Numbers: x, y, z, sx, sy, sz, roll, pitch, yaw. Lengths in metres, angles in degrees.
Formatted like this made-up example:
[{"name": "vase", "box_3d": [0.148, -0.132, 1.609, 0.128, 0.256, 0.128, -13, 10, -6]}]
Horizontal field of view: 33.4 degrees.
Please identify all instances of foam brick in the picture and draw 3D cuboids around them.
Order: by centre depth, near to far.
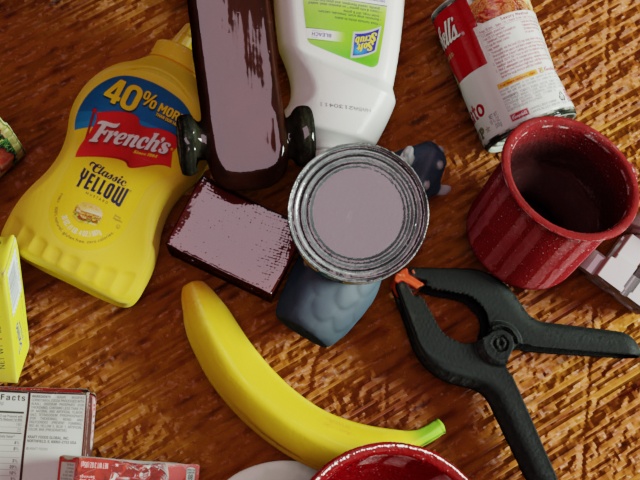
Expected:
[{"name": "foam brick", "box_3d": [-0.055, 0.001, 0.704, 0.078, 0.053, 0.051, 25, 79, 2]}]

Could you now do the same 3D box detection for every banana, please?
[{"name": "banana", "box_3d": [-0.019, 0.102, 0.699, 0.198, 0.037, 0.069, 31, 62, 1]}]

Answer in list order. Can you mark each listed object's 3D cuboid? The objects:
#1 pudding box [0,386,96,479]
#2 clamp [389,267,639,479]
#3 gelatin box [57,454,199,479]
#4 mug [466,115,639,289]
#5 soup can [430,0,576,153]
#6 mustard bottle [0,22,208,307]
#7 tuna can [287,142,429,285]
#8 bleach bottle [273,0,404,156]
[{"name": "pudding box", "box_3d": [-0.193, 0.149, 0.676, 0.090, 0.039, 0.113, 3, 78, -3]}, {"name": "clamp", "box_3d": [0.127, 0.067, 0.712, 0.171, 0.039, 0.120, 45, 70, 4]}, {"name": "gelatin box", "box_3d": [-0.120, 0.173, 0.659, 0.089, 0.030, 0.073, 13, 75, -36]}, {"name": "mug", "box_3d": [0.156, -0.024, 0.700, 0.117, 0.082, 0.093, -20, 67, -26]}, {"name": "soup can", "box_3d": [0.125, -0.119, 0.730, 0.068, 0.068, 0.102, -20, 82, -7]}, {"name": "mustard bottle", "box_3d": [-0.124, -0.059, 0.707, 0.096, 0.058, 0.191, 25, 79, 4]}, {"name": "tuna can", "box_3d": [0.022, -0.015, 0.660, 0.086, 0.034, 0.086, 0, 84, -1]}, {"name": "bleach bottle", "box_3d": [0.006, -0.163, 0.733, 0.102, 0.068, 0.251, 5, 82, -2]}]
